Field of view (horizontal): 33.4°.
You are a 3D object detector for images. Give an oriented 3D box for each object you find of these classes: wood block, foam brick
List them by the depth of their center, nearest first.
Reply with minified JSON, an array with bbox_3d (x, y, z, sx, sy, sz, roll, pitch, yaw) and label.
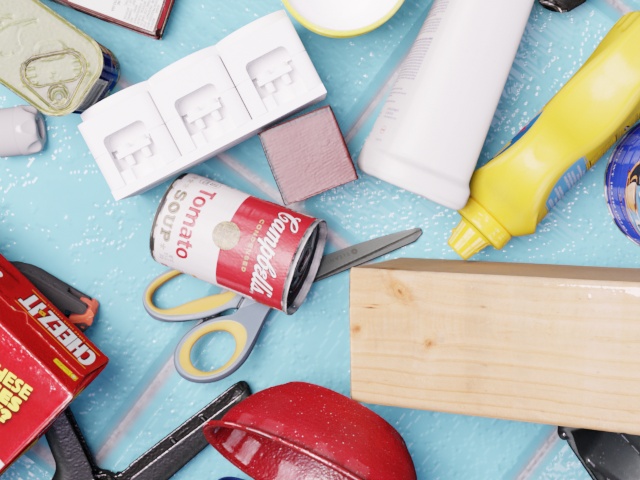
[{"bbox_3d":[0.130,0.062,0.679,0.206,0.090,0.090,2,96,27],"label":"wood block"},{"bbox_3d":[-0.008,-0.057,0.718,0.053,0.078,0.051,-21,95,4],"label":"foam brick"}]

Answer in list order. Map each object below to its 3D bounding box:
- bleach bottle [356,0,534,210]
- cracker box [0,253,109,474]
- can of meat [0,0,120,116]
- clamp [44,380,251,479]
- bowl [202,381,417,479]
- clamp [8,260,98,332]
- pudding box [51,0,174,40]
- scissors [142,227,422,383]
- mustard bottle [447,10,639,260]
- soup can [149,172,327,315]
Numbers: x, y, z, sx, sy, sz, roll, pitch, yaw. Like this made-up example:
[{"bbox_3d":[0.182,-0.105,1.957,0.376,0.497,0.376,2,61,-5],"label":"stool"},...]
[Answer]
[{"bbox_3d":[0.104,-0.149,0.697,0.068,0.102,0.251,22,95,-12],"label":"bleach bottle"},{"bbox_3d":[-0.268,0.098,0.694,0.164,0.072,0.214,45,109,-2],"label":"cracker box"},{"bbox_3d":[-0.187,-0.126,0.708,0.102,0.084,0.057,35,94,-3],"label":"can of meat"},{"bbox_3d":[-0.142,0.175,0.754,0.164,0.036,0.210,8,100,-12],"label":"clamp"},{"bbox_3d":[0.004,0.141,0.712,0.162,0.162,0.055,31,67,-3],"label":"bowl"},{"bbox_3d":[-0.244,0.063,0.748,0.171,0.039,0.120,7,112,-2],"label":"clamp"},{"bbox_3d":[-0.147,-0.198,0.726,0.113,0.039,0.090,20,94,-4],"label":"pudding box"},{"bbox_3d":[-0.023,0.046,0.744,0.201,0.016,0.096,-6,71,0],"label":"scissors"},{"bbox_3d":[0.157,-0.061,0.708,0.058,0.096,0.191,44,94,9],"label":"mustard bottle"},{"bbox_3d":[-0.055,0.001,0.717,0.102,0.068,0.068,20,95,13],"label":"soup can"}]
